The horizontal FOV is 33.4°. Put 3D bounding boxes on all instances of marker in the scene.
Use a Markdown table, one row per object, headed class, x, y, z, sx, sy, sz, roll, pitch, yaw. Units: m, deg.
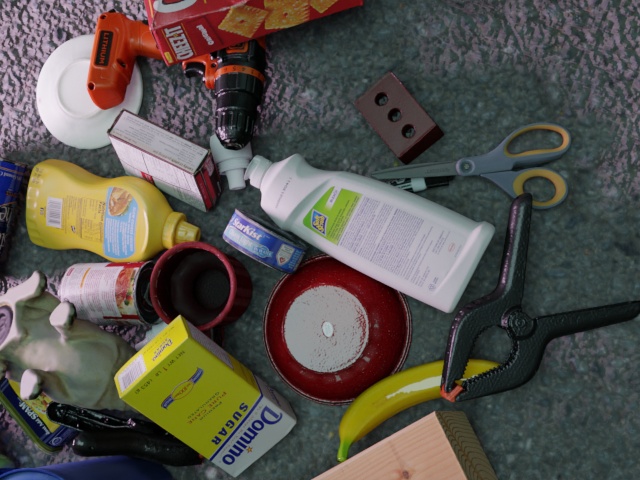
| class | x | y | z | sx | sy | sz | roll | pitch | yaw |
| --- | --- | --- | --- | --- | --- | --- | --- | --- | --- |
| marker | 0.078 | -0.055 | 1.109 | 0.121 | 0.020 | 0.020 | -12 | 83 | 12 |

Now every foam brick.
| class | x | y | z | sx | sy | sz | roll | pitch | yaw |
| --- | --- | --- | --- | --- | --- | --- | --- | --- | --- |
| foam brick | 0.081 | -0.125 | 1.097 | 0.053 | 0.051 | 0.078 | -41 | 78 | 7 |

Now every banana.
| class | x | y | z | sx | sy | sz | roll | pitch | yaw |
| --- | --- | --- | --- | --- | --- | --- | --- | --- | --- |
| banana | 0.097 | 0.158 | 1.067 | 0.197 | 0.037 | 0.070 | -26 | 55 | -3 |

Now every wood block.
| class | x | y | z | sx | sy | sz | roll | pitch | yaw |
| --- | --- | --- | --- | --- | --- | --- | --- | --- | --- |
| wood block | 0.057 | 0.251 | 1.023 | 0.206 | 0.090 | 0.091 | -32 | 69 | 18 |

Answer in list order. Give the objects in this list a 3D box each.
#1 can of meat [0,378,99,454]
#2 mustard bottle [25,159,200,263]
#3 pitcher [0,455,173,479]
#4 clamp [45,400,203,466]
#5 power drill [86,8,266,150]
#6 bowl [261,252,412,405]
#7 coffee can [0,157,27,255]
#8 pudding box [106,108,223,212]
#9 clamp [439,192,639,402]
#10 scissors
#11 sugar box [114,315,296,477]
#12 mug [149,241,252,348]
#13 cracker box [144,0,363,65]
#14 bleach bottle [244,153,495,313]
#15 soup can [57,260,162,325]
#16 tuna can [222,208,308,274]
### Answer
| class | x | y | z | sx | sy | sz | roll | pitch | yaw |
| --- | --- | --- | --- | --- | --- | --- | --- | --- | --- |
| can of meat | -0.291 | 0.165 | 1.160 | 0.084 | 0.057 | 0.102 | -44 | 78 | 4 |
| mustard bottle | -0.221 | -0.024 | 1.155 | 0.192 | 0.058 | 0.096 | 12 | 108 | 13 |
| pitcher | -0.237 | 0.270 | 1.042 | 0.145 | 0.242 | 0.149 | -23 | 81 | 10 |
| clamp | -0.191 | 0.205 | 1.088 | 0.171 | 0.120 | 0.039 | 15 | 98 | -21 |
| power drill | -0.149 | -0.180 | 1.135 | 0.188 | 0.057 | 0.184 | 1 | 67 | 10 |
| bowl | 0.011 | 0.090 | 1.095 | 0.162 | 0.055 | 0.162 | -1 | 86 | 13 |
| coffee can | -0.392 | -0.030 | 1.176 | 0.103 | 0.102 | 0.140 | 15 | 89 | 14 |
| pudding box | -0.163 | -0.084 | 1.129 | 0.113 | 0.090 | 0.039 | 24 | 69 | 14 |
| clamp | 0.186 | 0.068 | 1.034 | 0.210 | 0.036 | 0.164 | -39 | 89 | -5 |
| scissors | 0.161 | -0.058 | 1.077 | 0.202 | 0.016 | 0.096 | -20 | 86 | 3 |
| sugar box | -0.111 | 0.160 | 1.066 | 0.093 | 0.176 | 0.048 | -42 | 33 | 7 |
| mug | -0.118 | 0.062 | 1.113 | 0.093 | 0.081 | 0.117 | -13 | 82 | 12 |
| cracker box | -0.080 | -0.291 | 1.101 | 0.213 | 0.072 | 0.164 | -16 | 62 | 2 |
| bleach bottle | 0.042 | -0.025 | 1.078 | 0.251 | 0.068 | 0.102 | 28 | 93 | 8 |
| soup can | -0.219 | 0.057 | 1.136 | 0.102 | 0.068 | 0.068 | -2 | 85 | 26 |
| tuna can | -0.057 | 0.001 | 1.102 | 0.086 | 0.086 | 0.034 | 30 | 94 | 14 |
